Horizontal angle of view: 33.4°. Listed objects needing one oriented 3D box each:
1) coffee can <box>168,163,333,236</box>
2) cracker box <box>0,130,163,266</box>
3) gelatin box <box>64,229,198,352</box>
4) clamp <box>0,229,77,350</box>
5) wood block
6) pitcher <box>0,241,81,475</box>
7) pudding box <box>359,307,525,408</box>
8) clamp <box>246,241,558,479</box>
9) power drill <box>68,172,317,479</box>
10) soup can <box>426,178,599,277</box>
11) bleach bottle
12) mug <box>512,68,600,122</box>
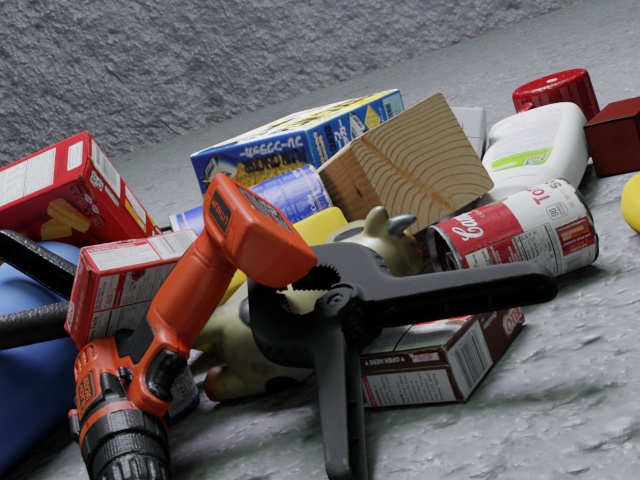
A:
[{"bbox_3d":[-0.056,0.001,0.983,0.140,0.103,0.103,-21,12,-6],"label":"coffee can"},{"bbox_3d":[-0.256,0.019,0.944,0.214,0.164,0.072,-22,41,10],"label":"cracker box"},{"bbox_3d":[-0.127,0.033,0.736,0.089,0.073,0.030,-11,47,-35],"label":"gelatin box"},{"bbox_3d":[-0.170,0.053,0.778,0.171,0.039,0.120,15,40,-9],"label":"clamp"},{"bbox_3d":[0.064,-0.052,0.940,0.090,0.091,0.206,-30,2,-9],"label":"wood block"},{"bbox_3d":[-0.257,0.107,0.800,0.149,0.145,0.242,-60,-4,28],"label":"pitcher"},{"bbox_3d":[0.067,0.063,0.672,0.090,0.039,0.113,-12,13,34],"label":"pudding box"},{"bbox_3d":[0.013,0.055,0.625,0.164,0.036,0.210,-47,36,-22],"label":"clamp"},{"bbox_3d":[-0.082,0.062,0.640,0.188,0.057,0.184,-52,28,8],"label":"power drill"},{"bbox_3d":[0.135,0.004,0.752,0.102,0.068,0.068,-21,12,-8],"label":"soup can"},{"bbox_3d":[0.180,-0.054,0.951,0.103,0.068,0.250,-18,15,26],"label":"bleach bottle"},{"bbox_3d":[0.240,-0.124,1.106,0.117,0.081,0.093,-28,14,-32],"label":"mug"}]
